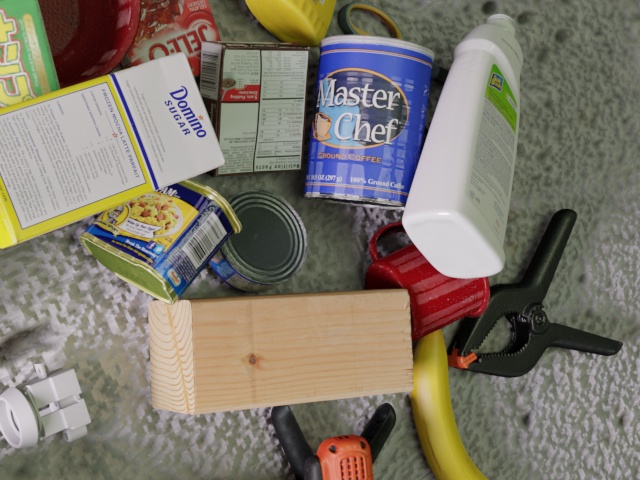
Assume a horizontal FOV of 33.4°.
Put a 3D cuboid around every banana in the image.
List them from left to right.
[{"bbox_3d":[0.122,0.180,1.016,0.069,0.037,0.198,-32,102,-39],"label":"banana"}]

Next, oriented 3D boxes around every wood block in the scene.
[{"bbox_3d":[-0.031,0.090,0.902,0.205,0.090,0.091,-1,87,-31],"label":"wood block"}]

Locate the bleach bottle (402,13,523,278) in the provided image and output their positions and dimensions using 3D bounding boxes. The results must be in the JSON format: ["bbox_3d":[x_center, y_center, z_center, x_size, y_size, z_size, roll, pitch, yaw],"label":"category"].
[{"bbox_3d":[0.142,-0.097,0.957,0.102,0.068,0.250,47,50,-40],"label":"bleach bottle"}]

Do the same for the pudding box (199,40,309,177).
[{"bbox_3d":[-0.057,-0.113,0.917,0.089,0.039,0.113,-6,109,-35],"label":"pudding box"}]

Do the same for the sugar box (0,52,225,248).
[{"bbox_3d":[-0.164,-0.068,0.775,0.175,0.048,0.093,-24,97,-35],"label":"sugar box"}]

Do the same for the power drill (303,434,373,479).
[{"bbox_3d":[-0.037,0.262,0.879,0.187,0.057,0.184,-5,87,-18],"label":"power drill"}]

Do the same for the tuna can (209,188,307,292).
[{"bbox_3d":[-0.056,0.001,0.918,0.086,0.034,0.086,11,66,-27],"label":"tuna can"}]

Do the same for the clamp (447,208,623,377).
[{"bbox_3d":[0.217,0.085,1.078,0.209,0.036,0.164,-34,102,-26],"label":"clamp"}]

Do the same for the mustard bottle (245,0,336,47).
[{"bbox_3d":[-0.003,-0.278,0.966,0.096,0.058,0.191,41,64,-48],"label":"mustard bottle"}]

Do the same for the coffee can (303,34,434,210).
[{"bbox_3d":[0.042,-0.102,0.946,0.102,0.103,0.140,7,89,-30],"label":"coffee can"}]

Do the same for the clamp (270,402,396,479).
[{"bbox_3d":[0.017,0.220,0.946,0.120,0.039,0.171,-4,93,-20],"label":"clamp"}]

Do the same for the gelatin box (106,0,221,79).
[{"bbox_3d":[-0.129,-0.169,0.904,0.089,0.030,0.073,-21,96,-30],"label":"gelatin box"}]

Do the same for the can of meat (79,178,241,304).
[{"bbox_3d":[-0.128,-0.007,0.849,0.084,0.102,0.057,-52,144,-21],"label":"can of meat"}]

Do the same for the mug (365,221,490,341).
[{"bbox_3d":[0.089,0.033,0.986,0.081,0.093,0.117,-23,69,-25],"label":"mug"}]

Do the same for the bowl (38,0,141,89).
[{"bbox_3d":[-0.225,-0.189,0.833,0.161,0.055,0.162,2,86,-29],"label":"bowl"}]

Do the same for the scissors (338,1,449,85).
[{"bbox_3d":[0.092,-0.154,1.040,0.201,0.016,0.096,34,71,-23],"label":"scissors"}]
